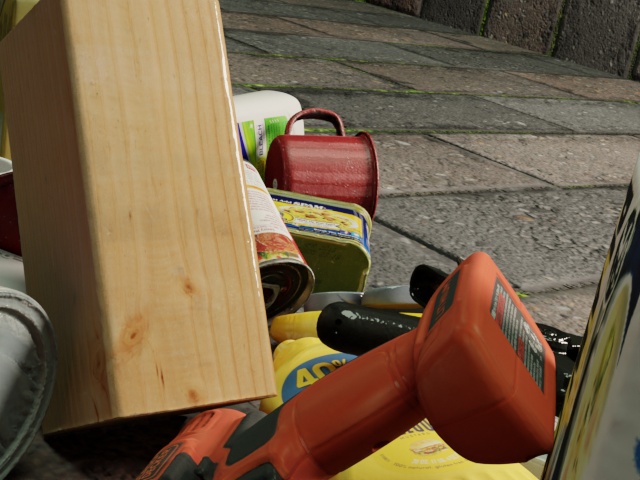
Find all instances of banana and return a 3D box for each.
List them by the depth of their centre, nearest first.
[{"bbox_3d":[0.067,0.066,0.705,0.197,0.037,0.070,4,-5,-29],"label":"banana"}]

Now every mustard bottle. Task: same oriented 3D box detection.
[{"bbox_3d":[0.023,0.098,0.531,0.096,0.058,0.192,-6,23,-26],"label":"mustard bottle"}]

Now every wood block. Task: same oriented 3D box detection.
[{"bbox_3d":[-0.095,-0.014,0.538,0.090,0.206,0.091,-2,-12,-37],"label":"wood block"}]

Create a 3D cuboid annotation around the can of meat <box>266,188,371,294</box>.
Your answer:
[{"bbox_3d":[-0.012,0.005,0.806,0.102,0.057,0.084,11,19,-3],"label":"can of meat"}]

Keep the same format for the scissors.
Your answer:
[{"bbox_3d":[0.084,0.043,0.760,0.201,0.016,0.096,0,-8,-30],"label":"scissors"}]

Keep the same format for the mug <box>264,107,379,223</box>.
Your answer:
[{"bbox_3d":[-0.003,-0.062,0.938,0.081,0.117,0.093,1,-16,-16],"label":"mug"}]

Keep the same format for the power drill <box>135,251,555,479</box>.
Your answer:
[{"bbox_3d":[-0.008,0.084,0.390,0.188,0.057,0.184,-31,8,19],"label":"power drill"}]

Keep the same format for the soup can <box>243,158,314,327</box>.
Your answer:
[{"bbox_3d":[-0.055,0.001,0.712,0.068,0.069,0.102,-1,46,-33],"label":"soup can"}]

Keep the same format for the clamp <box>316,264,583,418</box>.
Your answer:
[{"bbox_3d":[0.108,0.065,0.569,0.210,0.036,0.164,22,16,26],"label":"clamp"}]
